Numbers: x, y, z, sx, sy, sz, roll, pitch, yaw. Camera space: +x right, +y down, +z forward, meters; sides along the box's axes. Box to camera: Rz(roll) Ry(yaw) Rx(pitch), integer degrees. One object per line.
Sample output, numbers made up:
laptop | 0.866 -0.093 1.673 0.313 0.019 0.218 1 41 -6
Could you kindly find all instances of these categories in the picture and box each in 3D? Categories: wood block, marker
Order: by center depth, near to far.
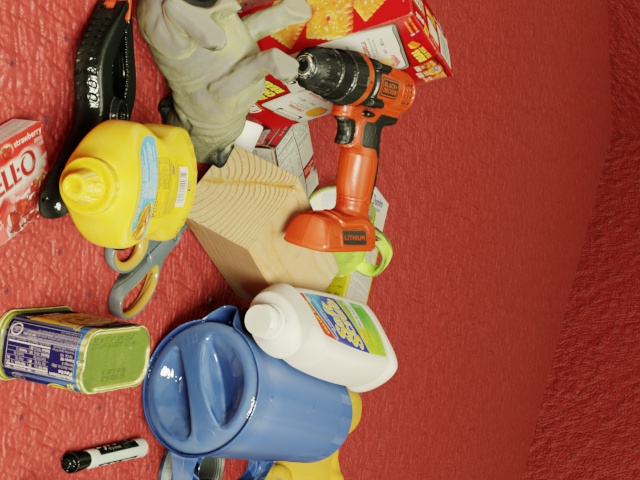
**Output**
marker | -0.198 0.198 0.982 0.121 0.020 0.020 9 89 -67
wood block | -0.057 0.001 1.108 0.090 0.091 0.206 -55 155 -15

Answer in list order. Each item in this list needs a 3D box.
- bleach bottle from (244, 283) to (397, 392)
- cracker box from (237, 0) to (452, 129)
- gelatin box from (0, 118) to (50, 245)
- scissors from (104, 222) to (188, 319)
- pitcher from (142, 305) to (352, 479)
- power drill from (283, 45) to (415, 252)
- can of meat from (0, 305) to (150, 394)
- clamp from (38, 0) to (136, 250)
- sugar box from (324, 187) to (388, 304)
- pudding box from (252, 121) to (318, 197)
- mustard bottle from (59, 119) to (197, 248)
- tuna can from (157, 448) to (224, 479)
bleach bottle | -0.004 0.099 1.084 0.102 0.068 0.250 64 17 19
cracker box | 0.010 -0.194 1.085 0.164 0.214 0.072 30 48 -65
gelatin box | -0.237 -0.041 0.792 0.089 0.030 0.073 -48 140 -54
scissors | -0.153 -0.012 1.023 0.096 0.016 0.201 75 32 -43
pitcher | -0.066 0.178 1.106 0.242 0.149 0.145 30 25 -58
power drill | 0.020 -0.084 1.004 0.184 0.057 0.188 2 103 -56
can of meat | -0.198 0.088 0.862 0.102 0.084 0.057 2 95 -67
clamp | -0.182 -0.099 0.869 0.164 0.036 0.210 17 77 -81
sugar box | 0.045 0.013 1.465 0.093 0.048 0.176 47 51 -62
pudding box | -0.042 -0.087 1.233 0.090 0.039 0.113 -57 145 -44
mustard bottle | -0.149 -0.043 0.813 0.191 0.058 0.096 -23 122 -79
tuna can | -0.136 0.244 1.126 0.086 0.034 0.086 9 90 -67
